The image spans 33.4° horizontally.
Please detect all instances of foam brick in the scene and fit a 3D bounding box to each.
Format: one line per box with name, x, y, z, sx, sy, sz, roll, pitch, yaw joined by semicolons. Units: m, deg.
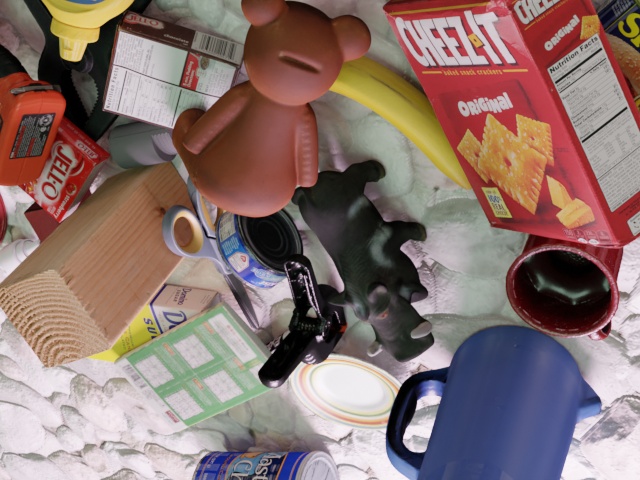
foam brick;-0.260;-0.014;1.116;0.053;0.051;0.078;-9;118;28

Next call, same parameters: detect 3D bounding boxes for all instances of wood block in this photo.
wood block;-0.200;0.016;1.009;0.090;0.205;0.091;-19;113;33

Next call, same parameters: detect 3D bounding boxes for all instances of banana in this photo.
banana;0.059;-0.114;0.916;0.198;0.037;0.070;32;156;5

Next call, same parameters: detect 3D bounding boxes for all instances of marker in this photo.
marker;-0.045;0.112;1.123;0.020;0.020;0.121;47;128;-10

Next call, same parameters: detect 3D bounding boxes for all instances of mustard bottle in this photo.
mustard bottle;-0.195;-0.245;0.896;0.096;0.058;0.192;18;112;6

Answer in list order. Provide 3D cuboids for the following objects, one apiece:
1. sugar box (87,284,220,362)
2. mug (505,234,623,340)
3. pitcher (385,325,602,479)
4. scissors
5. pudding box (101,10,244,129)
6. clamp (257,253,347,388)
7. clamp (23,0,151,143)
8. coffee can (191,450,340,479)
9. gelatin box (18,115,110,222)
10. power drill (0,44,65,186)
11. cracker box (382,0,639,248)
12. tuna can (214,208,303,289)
sugar box;-0.191;0.092;1.160;0.176;0.048;0.093;7;124;21
mug;0.218;0.031;0.909;0.093;0.081;0.117;-24;109;35
pitcher;0.144;0.189;0.946;0.145;0.242;0.149;45;122;-5
scissors;-0.107;0.026;1.052;0.016;0.096;0.202;9;123;33
pudding box;-0.133;-0.146;0.959;0.113;0.039;0.090;17;130;-7
clamp;-0.014;0.087;1.006;0.039;0.120;0.171;18;171;22
clamp;-0.213;-0.178;0.992;0.165;0.036;0.210;9;124;17
coffee can;-0.061;0.287;1.196;0.140;0.102;0.103;-6;119;28
gelatin box;-0.256;-0.073;1.035;0.073;0.030;0.089;41;125;1
power drill;-0.324;-0.138;1.009;0.188;0.057;0.185;47;129;25
cracker box;0.153;-0.103;0.806;0.213;0.072;0.164;60;161;-21
tuna can;-0.057;0.001;1.012;0.034;0.086;0.086;-33;104;35
